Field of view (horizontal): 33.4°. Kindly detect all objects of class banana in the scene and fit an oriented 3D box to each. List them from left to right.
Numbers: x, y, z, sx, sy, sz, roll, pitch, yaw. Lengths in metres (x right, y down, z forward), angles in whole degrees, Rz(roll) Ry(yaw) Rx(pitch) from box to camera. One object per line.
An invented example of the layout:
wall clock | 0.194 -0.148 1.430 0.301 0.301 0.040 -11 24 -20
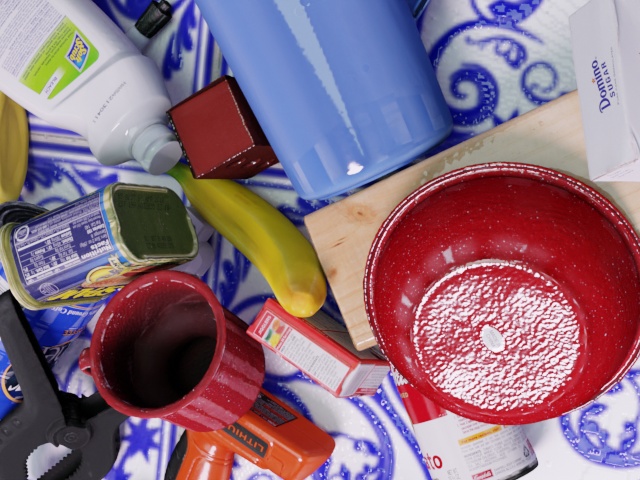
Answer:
banana | -0.043 0.001 0.702 0.198 0.069 0.037 40 115 44

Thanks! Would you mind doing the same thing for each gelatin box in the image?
gelatin box | 0.002 0.070 0.691 0.073 0.089 0.030 34 94 19

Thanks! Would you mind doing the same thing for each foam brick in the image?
foam brick | -0.056 -0.074 0.717 0.053 0.078 0.051 -28 82 23

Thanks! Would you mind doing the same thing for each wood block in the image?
wood block | 0.109 -0.015 0.643 0.206 0.090 0.090 -25 83 21

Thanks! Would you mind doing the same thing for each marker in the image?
marker | -0.151 -0.131 0.786 0.121 0.020 0.020 -45 76 18

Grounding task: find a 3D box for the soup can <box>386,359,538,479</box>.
soup can | 0.088 0.103 0.668 0.069 0.068 0.102 -23 84 22

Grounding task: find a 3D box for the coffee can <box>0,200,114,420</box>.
coffee can | -0.231 0.056 0.782 0.103 0.102 0.140 45 107 15

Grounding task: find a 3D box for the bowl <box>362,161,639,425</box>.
bowl | 0.098 0.042 0.576 0.162 0.055 0.162 5 113 12

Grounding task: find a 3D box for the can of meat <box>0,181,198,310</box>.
can of meat | -0.138 0.002 0.679 0.084 0.102 0.057 -21 83 20

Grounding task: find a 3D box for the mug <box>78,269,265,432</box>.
mug | -0.097 0.077 0.683 0.117 0.081 0.093 -10 66 18

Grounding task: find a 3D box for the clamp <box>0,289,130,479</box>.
clamp | -0.187 0.122 0.761 0.210 0.164 0.036 -53 34 24

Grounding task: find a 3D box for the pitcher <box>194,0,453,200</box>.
pitcher | -0.003 -0.157 0.654 0.149 0.144 0.243 -20 98 42

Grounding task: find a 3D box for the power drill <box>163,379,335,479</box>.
power drill | -0.065 0.202 0.742 0.184 0.057 0.188 32 104 19

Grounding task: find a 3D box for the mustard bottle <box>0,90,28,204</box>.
mustard bottle | -0.323 -0.064 0.822 0.192 0.058 0.096 -6 74 14

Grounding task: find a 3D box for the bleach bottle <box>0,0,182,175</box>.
bleach bottle | -0.191 -0.127 0.761 0.251 0.068 0.103 44 105 23
